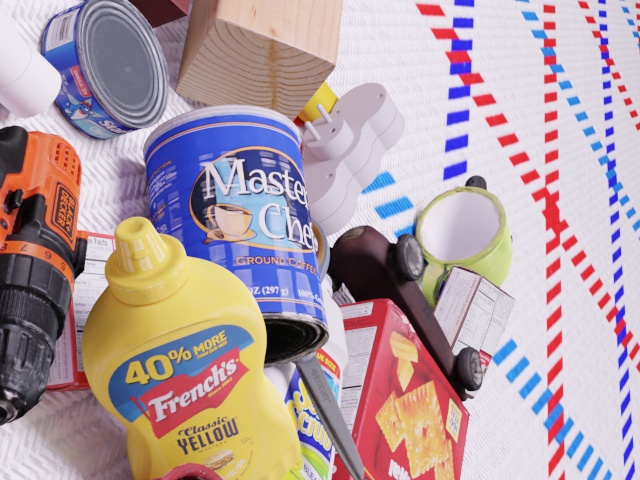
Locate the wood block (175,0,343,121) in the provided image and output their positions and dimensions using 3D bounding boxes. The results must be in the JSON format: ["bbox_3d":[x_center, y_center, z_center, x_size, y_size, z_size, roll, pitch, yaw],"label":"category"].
[{"bbox_3d":[-0.036,-0.200,0.787,0.090,0.091,0.206,18,58,-19],"label":"wood block"}]

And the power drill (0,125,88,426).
[{"bbox_3d":[-0.179,-0.029,0.483,0.187,0.057,0.184,55,17,-38],"label":"power drill"}]

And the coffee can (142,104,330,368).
[{"bbox_3d":[-0.054,0.001,0.669,0.102,0.103,0.140,28,47,-55],"label":"coffee can"}]

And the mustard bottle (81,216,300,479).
[{"bbox_3d":[-0.074,0.066,0.570,0.058,0.096,0.191,-119,-167,-50],"label":"mustard bottle"}]

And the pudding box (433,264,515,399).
[{"bbox_3d":[0.138,0.090,1.029,0.089,0.039,0.113,31,79,-53],"label":"pudding box"}]

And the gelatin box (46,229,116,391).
[{"bbox_3d":[-0.128,0.040,0.609,0.073,0.030,0.089,10,71,-60],"label":"gelatin box"}]

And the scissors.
[{"bbox_3d":[-0.002,0.056,0.709,0.202,0.096,0.016,47,-18,23],"label":"scissors"}]

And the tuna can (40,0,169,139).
[{"bbox_3d":[-0.133,-0.107,0.662,0.086,0.034,0.086,36,48,-52],"label":"tuna can"}]

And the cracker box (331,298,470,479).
[{"bbox_3d":[0.046,0.177,0.829,0.164,0.072,0.213,55,35,-34],"label":"cracker box"}]
